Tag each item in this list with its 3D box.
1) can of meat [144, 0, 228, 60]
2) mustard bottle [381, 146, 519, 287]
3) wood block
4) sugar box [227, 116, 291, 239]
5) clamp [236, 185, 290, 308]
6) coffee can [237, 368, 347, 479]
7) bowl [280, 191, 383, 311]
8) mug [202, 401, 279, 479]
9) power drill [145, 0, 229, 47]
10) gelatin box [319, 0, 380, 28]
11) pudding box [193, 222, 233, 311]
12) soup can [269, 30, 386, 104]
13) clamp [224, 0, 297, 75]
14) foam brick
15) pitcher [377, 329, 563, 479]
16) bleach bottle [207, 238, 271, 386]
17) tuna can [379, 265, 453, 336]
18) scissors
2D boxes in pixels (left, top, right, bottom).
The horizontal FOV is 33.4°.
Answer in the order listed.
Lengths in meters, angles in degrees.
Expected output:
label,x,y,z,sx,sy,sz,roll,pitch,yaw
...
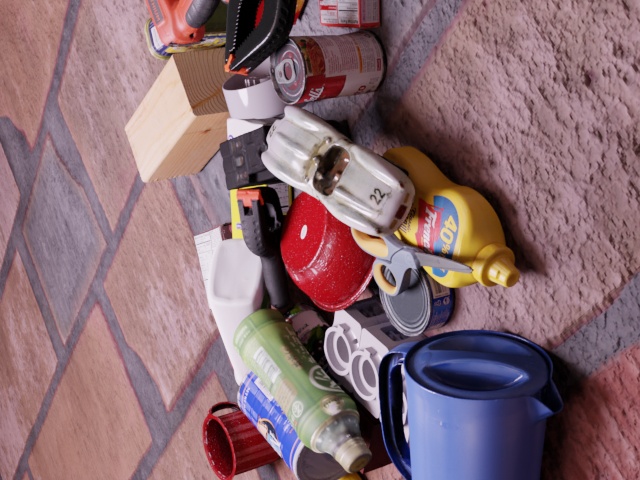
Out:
label,x,y,z,sx,sy,sz,roll,pitch,yaw
can of meat,-0.156,-0.268,1.335,0.084,0.101,0.057,-17,85,57
mustard bottle,0.120,-0.010,1.017,0.192,0.058,0.096,41,129,44
wood block,-0.177,-0.162,1.414,0.206,0.090,0.090,-38,69,56
sugar box,-0.076,-0.065,1.327,0.093,0.048,0.176,18,117,54
clamp,-0.058,0.001,1.211,0.171,0.039,0.120,49,-142,-61
coffee can,-0.022,0.212,1.281,0.140,0.102,0.103,41,133,45
bowl,0.003,-0.006,1.161,0.162,0.055,0.162,-26,58,52
mug,-0.110,0.265,1.462,0.117,0.081,0.093,48,138,39
power drill,-0.141,-0.315,1.191,0.188,0.057,0.184,-33,75,56
gelatin box,0.030,-0.265,1.103,0.073,0.030,0.089,18,116,54
pudding box,-0.130,0.036,1.457,0.090,0.039,0.113,-15,85,59
soup can,0.008,-0.180,1.098,0.069,0.102,0.068,27,122,52
clamp,-0.040,-0.255,1.048,0.165,0.036,0.210,39,116,43
foam brick,0.060,0.212,1.198,0.053,0.051,0.078,45,136,41
pitcher,0.136,0.212,1.003,0.149,0.145,0.243,-107,14,-67
bleach bottle,-0.088,0.111,1.344,0.251,0.068,0.102,82,-168,-53
tuna can,0.098,0.053,1.097,0.086,0.033,0.086,27,123,52
scissors,0.091,0.031,1.022,0.202,0.016,0.096,33,145,53
